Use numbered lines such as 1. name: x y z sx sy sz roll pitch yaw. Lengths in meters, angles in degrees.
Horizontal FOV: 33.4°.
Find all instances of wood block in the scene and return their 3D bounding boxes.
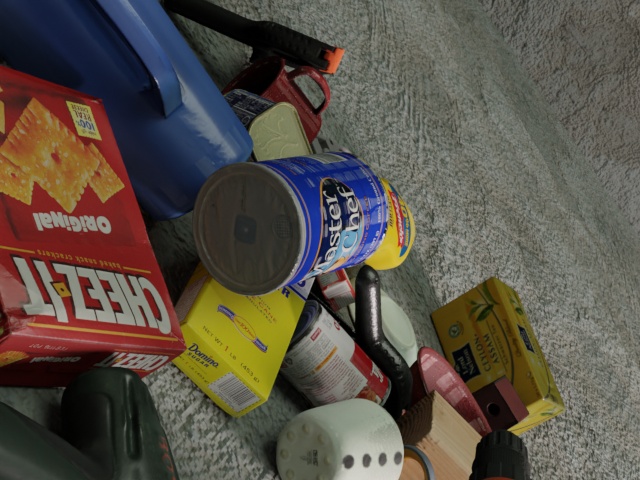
1. wood block: 0.138 0.247 0.952 0.206 0.091 0.090 46 17 -6

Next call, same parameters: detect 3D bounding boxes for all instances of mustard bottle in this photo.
1. mustard bottle: 0.058 -0.020 1.112 0.191 0.058 0.096 27 53 -68

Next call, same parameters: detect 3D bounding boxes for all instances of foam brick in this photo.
1. foam brick: 0.178 0.190 1.165 0.053 0.078 0.051 59 24 11

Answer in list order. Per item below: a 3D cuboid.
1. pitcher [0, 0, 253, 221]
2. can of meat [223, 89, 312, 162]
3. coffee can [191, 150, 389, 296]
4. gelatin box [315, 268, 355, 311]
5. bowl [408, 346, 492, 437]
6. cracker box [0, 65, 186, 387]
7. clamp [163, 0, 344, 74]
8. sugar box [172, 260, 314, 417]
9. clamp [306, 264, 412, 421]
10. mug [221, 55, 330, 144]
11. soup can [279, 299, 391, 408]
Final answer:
1. pitcher: -0.160 -0.136 0.852 0.242 0.145 0.149 52 25 -18
2. can of meat: -0.057 -0.091 1.031 0.084 0.057 0.102 28 -32 49
3. coffee can: -0.021 -0.017 0.864 0.140 0.103 0.103 -15 73 -57
4. gelatin box: 0.005 0.025 1.067 0.089 0.030 0.073 61 4 -71
5. bowl: 0.121 0.189 1.070 0.162 0.055 0.162 50 18 -23
6. cracker box: -0.191 -0.013 0.710 0.164 0.072 0.214 14 48 -57
7. clamp: -0.063 -0.218 1.151 0.164 0.036 0.210 24 0 -43
8. sugar box: -0.064 0.054 0.881 0.093 0.048 0.176 47 34 -17
9. clamp: 0.042 0.096 0.987 0.039 0.120 0.171 -41 100 -33
10. mug: -0.043 -0.138 1.116 0.081 0.117 0.093 49 23 -29
11. soup can: 0.005 0.110 0.937 0.102 0.069 0.068 49 24 -19
